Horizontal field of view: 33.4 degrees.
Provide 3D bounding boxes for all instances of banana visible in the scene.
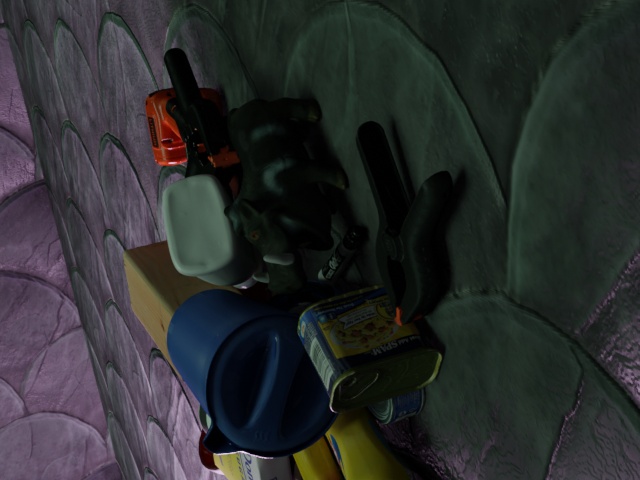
[{"bbox_3d":[-0.010,0.215,1.078,0.069,0.037,0.198,64,177,-31],"label":"banana"}]

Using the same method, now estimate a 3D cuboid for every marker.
[{"bbox_3d":[0.021,0.015,1.026,0.121,0.020,0.020,122,129,-64],"label":"marker"}]

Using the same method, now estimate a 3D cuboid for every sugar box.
[{"bbox_3d":[-0.087,0.263,1.296,0.176,0.048,0.093,-150,50,-63],"label":"sugar box"}]

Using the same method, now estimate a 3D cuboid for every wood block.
[{"bbox_3d":[-0.165,0.078,1.299,0.206,0.090,0.091,-141,40,-57],"label":"wood block"}]

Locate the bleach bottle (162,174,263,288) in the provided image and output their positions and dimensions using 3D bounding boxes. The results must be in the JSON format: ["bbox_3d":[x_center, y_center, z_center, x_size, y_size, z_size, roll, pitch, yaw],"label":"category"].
[{"bbox_3d":[-0.101,0.010,1.142,0.250,0.068,0.102,59,-164,-75],"label":"bleach bottle"}]

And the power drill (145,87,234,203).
[{"bbox_3d":[-0.161,-0.113,1.355,0.188,0.057,0.184,31,130,58],"label":"power drill"}]

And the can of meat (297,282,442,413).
[{"bbox_3d":[0.040,0.090,0.918,0.057,0.102,0.084,98,151,-47],"label":"can of meat"}]

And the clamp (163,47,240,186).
[{"bbox_3d":[-0.127,-0.120,1.130,0.210,0.036,0.164,-147,45,-69],"label":"clamp"}]

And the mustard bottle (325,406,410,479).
[{"bbox_3d":[0.041,0.203,1.013,0.192,0.058,0.096,-121,6,-56],"label":"mustard bottle"}]

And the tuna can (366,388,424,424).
[{"bbox_3d":[0.061,0.125,0.985,0.086,0.033,0.086,164,90,-70],"label":"tuna can"}]

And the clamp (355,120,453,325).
[{"bbox_3d":[0.073,-0.003,0.848,0.120,0.039,0.171,-136,30,-62],"label":"clamp"}]

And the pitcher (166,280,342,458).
[{"bbox_3d":[-0.069,0.110,1.057,0.243,0.149,0.145,-162,70,-69],"label":"pitcher"}]
